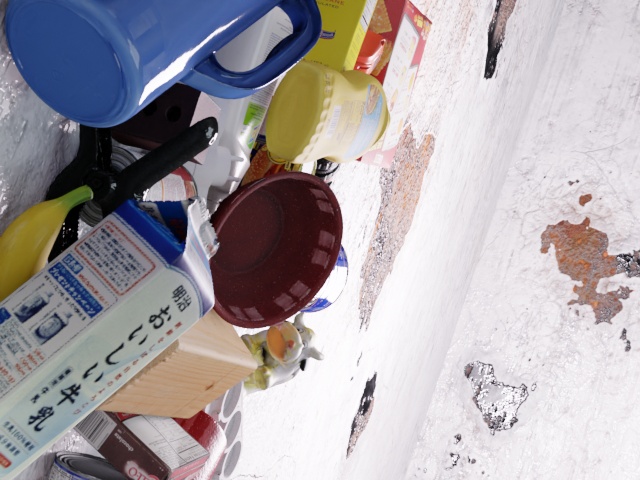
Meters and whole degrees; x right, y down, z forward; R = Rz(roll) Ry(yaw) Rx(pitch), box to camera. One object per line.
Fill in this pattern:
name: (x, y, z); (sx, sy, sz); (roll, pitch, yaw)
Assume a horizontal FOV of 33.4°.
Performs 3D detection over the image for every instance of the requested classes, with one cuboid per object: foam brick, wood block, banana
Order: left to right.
banana: (-0.210, 0.049, 0.780); (0.037, 0.069, 0.198); (-111, -150, -54)
wood block: (-0.142, 0.093, 0.934); (0.091, 0.090, 0.206); (-36, 163, 4)
foam brick: (-0.129, -0.100, 0.862); (0.051, 0.078, 0.053); (39, 67, -72)

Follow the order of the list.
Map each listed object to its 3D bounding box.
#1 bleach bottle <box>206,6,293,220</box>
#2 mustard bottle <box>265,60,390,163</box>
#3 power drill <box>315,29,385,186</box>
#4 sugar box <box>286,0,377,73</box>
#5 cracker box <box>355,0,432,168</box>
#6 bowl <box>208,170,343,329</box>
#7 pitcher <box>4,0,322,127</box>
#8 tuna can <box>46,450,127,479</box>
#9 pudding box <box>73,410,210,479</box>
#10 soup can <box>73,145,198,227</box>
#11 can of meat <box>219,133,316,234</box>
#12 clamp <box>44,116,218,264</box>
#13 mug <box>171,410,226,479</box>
bleach bottle: (-0.081, -0.141, 1.005); (0.102, 0.068, 0.251); (3, 106, -72)
mustard bottle: (0.021, -0.126, 1.081); (0.191, 0.058, 0.096); (-6, 117, -60)
power drill: (0.018, -0.154, 1.251); (0.184, 0.057, 0.187); (136, -25, -80)
sugar box: (0.011, -0.258, 1.128); (0.048, 0.093, 0.176); (32, 75, -73)
cracker box: (0.073, -0.210, 1.412); (0.164, 0.072, 0.214); (-2, 109, -73)
bowl: (-0.057, 0.001, 1.022); (0.161, 0.055, 0.162); (-19, 124, -32)
pitcher: (-0.102, -0.177, 0.767); (0.242, 0.149, 0.145); (-52, 154, -42)
tuna can: (-0.198, 0.216, 0.940); (0.086, 0.086, 0.034); (29, 80, -73)
pudding box: (-0.163, 0.176, 0.959); (0.039, 0.113, 0.090); (-51, 166, 9)
soup can: (-0.151, -0.038, 0.869); (0.102, 0.068, 0.068); (9, 98, -72)
can of meat: (-0.061, -0.059, 1.108); (0.057, 0.084, 0.102); (64, 46, -66)
clamp: (-0.165, -0.052, 0.799); (0.171, 0.120, 0.039); (-53, 161, 9)
mug: (-0.154, 0.232, 1.113); (0.117, 0.093, 0.081); (-52, -174, 41)
